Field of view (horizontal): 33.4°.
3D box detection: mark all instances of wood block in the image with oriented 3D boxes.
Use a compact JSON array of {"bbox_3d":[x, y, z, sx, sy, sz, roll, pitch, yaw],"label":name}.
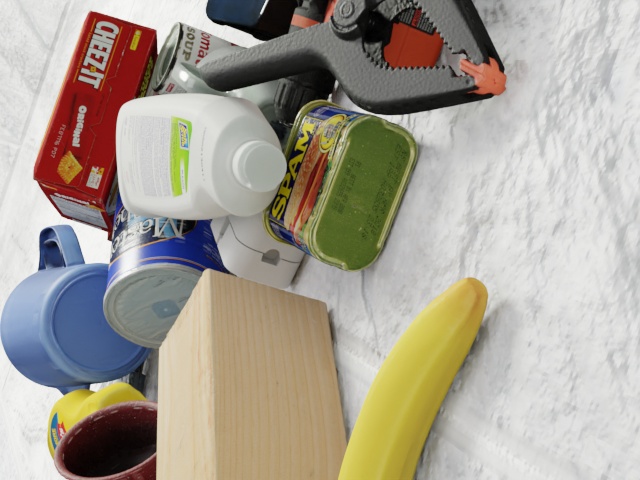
[{"bbox_3d":[-0.043,0.127,0.646,0.090,0.090,0.206,-57,26,34],"label":"wood block"}]

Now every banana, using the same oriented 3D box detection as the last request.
[{"bbox_3d":[0.040,0.114,0.539,0.070,0.037,0.198,3,76,49],"label":"banana"}]

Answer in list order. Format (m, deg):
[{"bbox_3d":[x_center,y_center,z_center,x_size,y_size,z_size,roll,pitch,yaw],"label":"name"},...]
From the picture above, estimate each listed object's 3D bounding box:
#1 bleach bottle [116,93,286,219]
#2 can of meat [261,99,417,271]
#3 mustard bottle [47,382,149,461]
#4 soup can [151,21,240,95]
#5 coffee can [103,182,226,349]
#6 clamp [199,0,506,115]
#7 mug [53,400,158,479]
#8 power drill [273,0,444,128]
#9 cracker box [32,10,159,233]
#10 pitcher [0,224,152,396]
[{"bbox_3d":[-0.085,-0.053,0.765,0.251,0.068,0.102,-161,66,-64],"label":"bleach bottle"},{"bbox_3d":[0.012,-0.035,0.691,0.084,0.057,0.102,29,99,66],"label":"can of meat"},{"bbox_3d":[-0.199,0.179,0.952,0.192,0.058,0.096,-17,101,57],"label":"mustard bottle"},{"bbox_3d":[-0.093,-0.149,0.965,0.069,0.102,0.068,-50,30,43],"label":"soup can"},{"bbox_3d":[-0.132,0.009,0.930,0.103,0.102,0.140,-54,28,37],"label":"coffee can"},{"bbox_3d":[0.018,-0.126,0.640,0.210,0.036,0.165,42,109,32],"label":"clamp"},{"bbox_3d":[-0.130,0.178,0.796,0.093,0.117,0.081,-86,-16,-62],"label":"mug"},{"bbox_3d":[0.027,-0.157,0.748,0.188,0.057,0.184,37,111,66],"label":"power drill"},{"bbox_3d":[-0.210,-0.106,1.026,0.214,0.072,0.164,134,152,-80],"label":"cracker box"},{"bbox_3d":[-0.241,0.073,1.055,0.145,0.149,0.243,-56,15,-17],"label":"pitcher"}]
